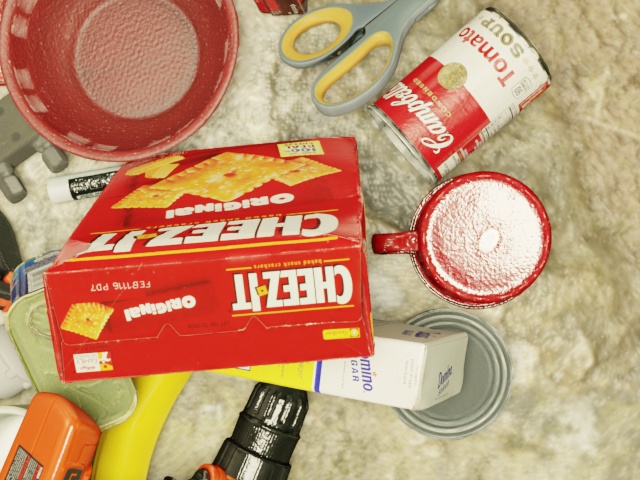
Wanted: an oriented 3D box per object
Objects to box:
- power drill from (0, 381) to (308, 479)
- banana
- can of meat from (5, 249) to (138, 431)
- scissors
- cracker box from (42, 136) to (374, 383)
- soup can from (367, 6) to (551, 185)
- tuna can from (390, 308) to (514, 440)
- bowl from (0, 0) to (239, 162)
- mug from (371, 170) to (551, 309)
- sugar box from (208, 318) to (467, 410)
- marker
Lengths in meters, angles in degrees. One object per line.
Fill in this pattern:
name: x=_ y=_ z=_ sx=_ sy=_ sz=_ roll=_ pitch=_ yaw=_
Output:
power drill: x=-0.100 y=0.152 z=0.659 sx=0.057 sy=0.187 sz=0.184 roll=16 pitch=83 yaw=50
banana: x=-0.120 y=0.152 z=0.725 sx=0.069 sy=0.037 sz=0.198 roll=4 pitch=92 yaw=-25
can of meat: x=-0.161 y=0.063 z=0.688 sx=0.057 sy=0.084 sz=0.102 roll=-22 pitch=111 yaw=-9
scissors: x=0.050 y=-0.166 z=0.725 sx=0.096 sy=0.016 sz=0.201 roll=30 pitch=73 yaw=29
cracker box: x=-0.054 y=0.001 z=0.628 sx=0.164 sy=0.213 sz=0.072 roll=-6 pitch=109 yaw=3
soup can: x=0.091 y=-0.094 z=0.696 sx=0.102 sy=0.068 sz=0.068 roll=-40 pitch=86 yaw=2
tuna can: x=0.084 y=0.087 z=0.708 sx=0.086 sy=0.033 sz=0.086 roll=0 pitch=88 yaw=5
bowl: x=-0.131 y=-0.131 z=0.722 sx=0.162 sy=0.055 sz=0.162 roll=0 pitch=88 yaw=5
mug: x=0.091 y=-0.001 z=0.686 sx=0.117 sy=0.081 sz=0.093 roll=0 pitch=88 yaw=5
sugar box: x=-0.006 y=0.067 z=0.663 sx=0.176 sy=0.093 sz=0.048 roll=10 pitch=93 yaw=23
marker: x=-0.128 y=-0.045 z=0.737 sx=0.121 sy=0.020 sz=0.020 roll=-10 pitch=87 yaw=5
